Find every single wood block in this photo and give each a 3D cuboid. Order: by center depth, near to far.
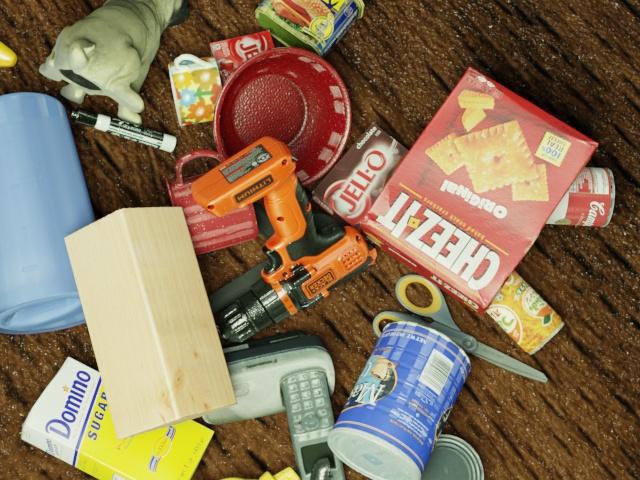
[{"bbox_3d":[-0.167,0.078,1.048,0.091,0.090,0.206,-23,79,34],"label":"wood block"}]

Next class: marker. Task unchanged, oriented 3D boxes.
[{"bbox_3d":[-0.221,-0.124,1.194,0.121,0.020,0.020,16,74,-25],"label":"marker"}]

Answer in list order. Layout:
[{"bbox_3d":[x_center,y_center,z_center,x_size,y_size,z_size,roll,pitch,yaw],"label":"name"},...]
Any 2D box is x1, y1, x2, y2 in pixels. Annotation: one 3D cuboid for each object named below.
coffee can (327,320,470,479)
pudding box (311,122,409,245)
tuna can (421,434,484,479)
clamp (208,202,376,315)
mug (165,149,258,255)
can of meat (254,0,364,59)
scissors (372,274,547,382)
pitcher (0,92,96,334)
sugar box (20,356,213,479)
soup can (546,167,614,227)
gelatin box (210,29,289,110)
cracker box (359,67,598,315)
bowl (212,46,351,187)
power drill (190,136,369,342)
[{"bbox_3d":[0.083,0.169,1.106,0.103,0.103,0.140,28,62,3],"label":"coffee can"},{"bbox_3d":[0.058,-0.063,1.212,0.090,0.039,0.113,39,77,6],"label":"pudding box"},{"bbox_3d":[0.129,0.251,1.140,0.086,0.034,0.086,1,76,-4],"label":"tuna can"},{"bbox_3d":[-0.045,0.021,1.184,0.210,0.036,0.164,10,76,2],"label":"clamp"},{"bbox_3d":[-0.116,-0.042,1.132,0.081,0.093,0.117,-15,114,-7],"label":"mug"},{"bbox_3d":[-0.014,-0.267,1.251,0.102,0.057,0.084,36,79,6],"label":"can of meat"},{"bbox_3d":[0.159,0.095,1.191,0.201,0.016,0.096,10,75,-2],"label":"scissors"},{"bbox_3d":[-0.314,-0.027,1.132,0.145,0.149,0.243,-26,71,31],"label":"pitcher"},{"bbox_3d":[-0.210,0.202,1.108,0.176,0.048,0.093,28,51,0],"label":"sugar box"},{"bbox_3d":[0.273,-0.052,1.210,0.102,0.068,0.068,3,76,-3],"label":"soup can"},{"bbox_3d":[-0.083,-0.194,1.240,0.073,0.030,0.089,-14,78,-8],"label":"gelatin box"},{"bbox_3d":[0.167,-0.054,1.143,0.164,0.072,0.213,34,84,11],"label":"cracker box"},{"bbox_3d":[-0.049,-0.138,1.194,0.162,0.055,0.162,-6,108,-19],"label":"bowl"},{"bbox_3d":[-0.057,0.001,1.091,0.184,0.187,0.057,-35,39,-7],"label":"power drill"}]
